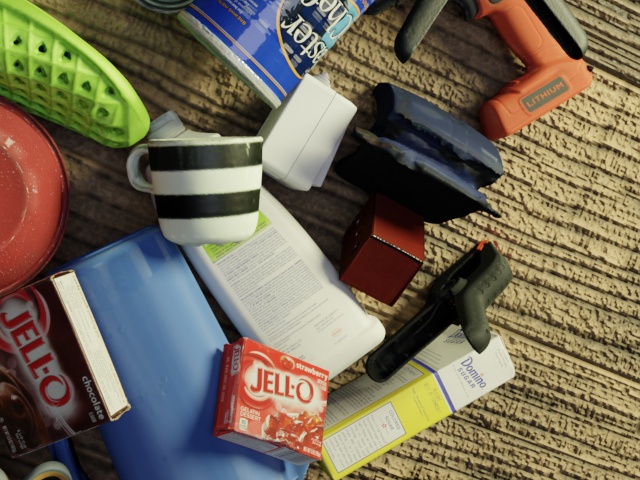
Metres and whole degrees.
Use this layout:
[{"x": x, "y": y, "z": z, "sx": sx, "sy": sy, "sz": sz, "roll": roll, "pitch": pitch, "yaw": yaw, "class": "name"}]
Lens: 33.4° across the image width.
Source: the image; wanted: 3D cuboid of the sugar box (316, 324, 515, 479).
[{"x": 0.068, "y": 0.131, "z": 0.895, "sx": 0.176, "sy": 0.093, "sz": 0.048, "roll": -26, "pitch": 100, "yaw": -10, "class": "sugar box"}]

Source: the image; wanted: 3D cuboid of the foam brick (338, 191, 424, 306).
[{"x": 0.051, "y": 0.006, "z": 0.883, "sx": 0.051, "sy": 0.078, "sz": 0.053, "roll": 28, "pitch": 118, "yaw": -11, "class": "foam brick"}]

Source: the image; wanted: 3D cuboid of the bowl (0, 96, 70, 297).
[{"x": -0.257, "y": -0.031, "z": 0.759, "sx": 0.162, "sy": 0.055, "sz": 0.162, "roll": -1, "pitch": 93, "yaw": -19, "class": "bowl"}]

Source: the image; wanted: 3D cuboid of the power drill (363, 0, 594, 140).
[{"x": 0.133, "y": -0.183, "z": 0.905, "sx": 0.184, "sy": 0.057, "sz": 0.187, "roll": -30, "pitch": 100, "yaw": -9, "class": "power drill"}]

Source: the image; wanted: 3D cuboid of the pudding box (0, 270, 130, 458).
[{"x": -0.200, "y": 0.089, "z": 0.770, "sx": 0.090, "sy": 0.039, "sz": 0.113, "roll": -22, "pitch": 93, "yaw": 19, "class": "pudding box"}]

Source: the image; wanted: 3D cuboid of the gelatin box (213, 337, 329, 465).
[{"x": -0.036, "y": 0.122, "z": 0.805, "sx": 0.089, "sy": 0.030, "sz": 0.073, "roll": 27, "pitch": 55, "yaw": -35, "class": "gelatin box"}]

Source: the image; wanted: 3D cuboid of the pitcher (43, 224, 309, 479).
[{"x": -0.131, "y": 0.120, "z": 0.835, "sx": 0.149, "sy": 0.145, "sz": 0.243, "roll": -30, "pitch": 98, "yaw": -44, "class": "pitcher"}]

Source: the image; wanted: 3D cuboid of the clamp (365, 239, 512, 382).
[{"x": 0.119, "y": 0.052, "z": 0.880, "sx": 0.171, "sy": 0.120, "sz": 0.039, "roll": -48, "pitch": 114, "yaw": -37, "class": "clamp"}]

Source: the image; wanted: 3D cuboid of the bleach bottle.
[{"x": -0.056, "y": 0.001, "z": 0.874, "sx": 0.102, "sy": 0.068, "sz": 0.251, "roll": -35, "pitch": 98, "yaw": -8, "class": "bleach bottle"}]

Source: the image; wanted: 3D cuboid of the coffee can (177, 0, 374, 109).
[{"x": -0.025, "y": -0.186, "z": 0.813, "sx": 0.102, "sy": 0.103, "sz": 0.140, "roll": 43, "pitch": 91, "yaw": -12, "class": "coffee can"}]

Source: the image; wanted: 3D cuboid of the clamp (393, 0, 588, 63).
[{"x": 0.123, "y": -0.238, "z": 0.854, "sx": 0.164, "sy": 0.036, "sz": 0.210, "roll": -11, "pitch": 90, "yaw": -15, "class": "clamp"}]
